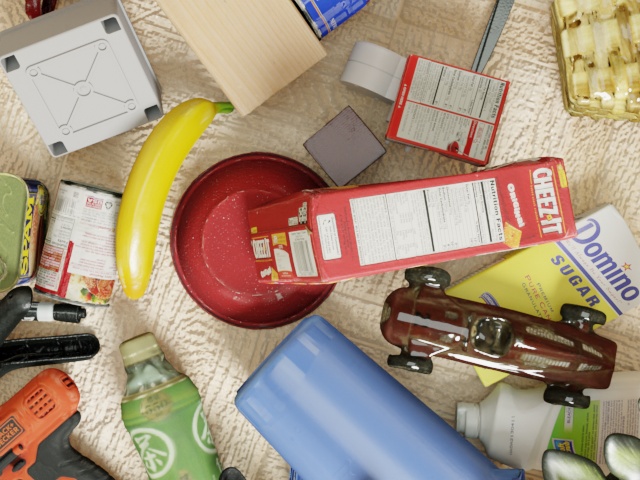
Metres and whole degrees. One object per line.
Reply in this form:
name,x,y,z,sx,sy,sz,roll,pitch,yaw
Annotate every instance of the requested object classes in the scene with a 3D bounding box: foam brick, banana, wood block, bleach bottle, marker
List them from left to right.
marker,-0.272,0.063,0.966,0.121,0.020,0.020,3,91,1
banana,-0.135,-0.048,0.917,0.069,0.037,0.198,34,78,-39
wood block,-0.094,-0.217,0.887,0.091,0.090,0.206,-36,110,2
foam brick,0.020,-0.079,0.925,0.053,0.078,0.051,-39,92,2
bleach bottle,0.245,0.155,0.934,0.251,0.068,0.102,3,90,4

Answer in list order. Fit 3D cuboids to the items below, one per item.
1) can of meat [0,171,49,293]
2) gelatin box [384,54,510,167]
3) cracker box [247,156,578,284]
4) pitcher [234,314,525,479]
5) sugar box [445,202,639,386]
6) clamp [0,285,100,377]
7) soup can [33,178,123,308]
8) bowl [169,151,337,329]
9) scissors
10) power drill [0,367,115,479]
can of meat,-0.275,-0.008,0.931,0.057,0.084,0.102,6,91,1
gelatin box,0.106,-0.108,0.892,0.089,0.030,0.073,16,90,0
cracker box,0.067,-0.015,0.852,0.213,0.164,0.072,-10,91,-19
pitcher,0.039,0.188,0.913,0.243,0.145,0.149,43,71,4
sugar box,0.199,0.046,0.939,0.176,0.048,0.093,-29,91,3
clamp,-0.291,0.091,0.927,0.171,0.120,0.039,-18,50,3
soup can,-0.207,0.002,0.938,0.068,0.068,0.102,14,91,1
bowl,-0.056,0.001,0.941,0.162,0.055,0.162,0,92,1
scissors,0.159,-0.247,0.949,0.096,0.016,0.202,37,92,2
power drill,-0.247,0.234,0.950,0.184,0.057,0.187,-41,91,8
